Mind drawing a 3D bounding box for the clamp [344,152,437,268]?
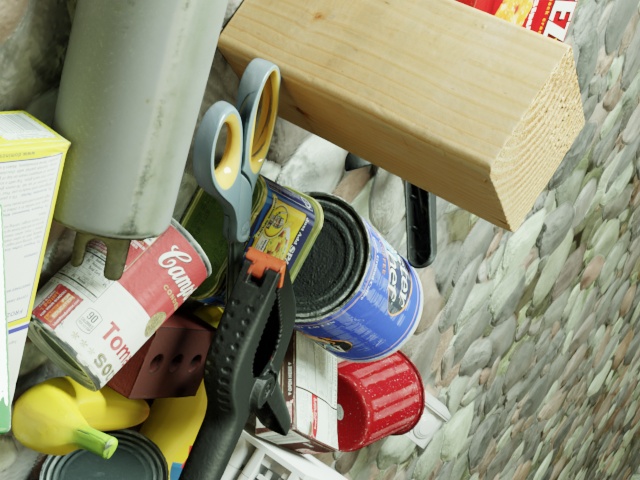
[{"bbox_3d":[0.072,-0.075,0.874,0.120,0.039,0.171,52,40,-39],"label":"clamp"}]

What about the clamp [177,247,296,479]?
[{"bbox_3d":[-0.056,0.103,0.719,0.164,0.036,0.210,-49,155,-48],"label":"clamp"}]

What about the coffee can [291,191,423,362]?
[{"bbox_3d":[0.013,0.033,0.845,0.103,0.103,0.140,-58,152,-5],"label":"coffee can"}]

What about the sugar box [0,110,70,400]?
[{"bbox_3d":[-0.193,0.023,0.553,0.093,0.048,0.176,-14,131,-54],"label":"sugar box"}]

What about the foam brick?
[{"bbox_3d":[-0.115,0.072,0.721,0.078,0.051,0.053,11,106,-61],"label":"foam brick"}]

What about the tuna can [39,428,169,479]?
[{"bbox_3d":[-0.146,0.170,0.724,0.086,0.086,0.034,-35,145,-40],"label":"tuna can"}]

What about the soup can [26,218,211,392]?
[{"bbox_3d":[-0.125,0.033,0.651,0.102,0.069,0.068,-48,150,-22],"label":"soup can"}]

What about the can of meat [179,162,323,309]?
[{"bbox_3d":[-0.055,0.001,0.751,0.102,0.058,0.083,-62,150,1],"label":"can of meat"}]

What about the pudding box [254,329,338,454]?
[{"bbox_3d":[-0.018,0.130,0.910,0.113,0.039,0.090,46,39,-63],"label":"pudding box"}]

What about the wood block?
[{"bbox_3d":[0.049,-0.099,0.669,0.090,0.206,0.090,-56,152,-10],"label":"wood block"}]

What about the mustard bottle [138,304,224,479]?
[{"bbox_3d":[-0.099,0.144,0.810,0.192,0.058,0.096,-65,157,8],"label":"mustard bottle"}]

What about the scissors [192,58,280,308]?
[{"bbox_3d":[-0.059,-0.011,0.655,0.096,0.016,0.202,-34,140,-62],"label":"scissors"}]

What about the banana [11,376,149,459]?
[{"bbox_3d":[-0.150,0.110,0.662,0.037,0.069,0.198,-63,-178,-3],"label":"banana"}]

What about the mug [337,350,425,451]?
[{"bbox_3d":[0.032,0.158,1.025,0.117,0.093,0.081,-35,166,39],"label":"mug"}]
